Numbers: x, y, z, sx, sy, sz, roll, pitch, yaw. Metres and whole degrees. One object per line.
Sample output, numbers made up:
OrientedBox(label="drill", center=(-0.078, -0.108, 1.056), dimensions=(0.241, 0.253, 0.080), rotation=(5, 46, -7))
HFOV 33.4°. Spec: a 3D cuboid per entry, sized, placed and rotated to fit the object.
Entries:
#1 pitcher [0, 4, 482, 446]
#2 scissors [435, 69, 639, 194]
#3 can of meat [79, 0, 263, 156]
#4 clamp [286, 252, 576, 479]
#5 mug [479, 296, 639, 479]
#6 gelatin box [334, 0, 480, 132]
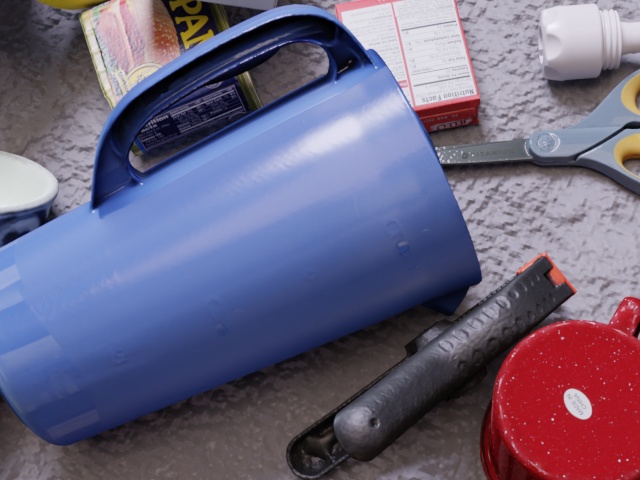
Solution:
OrientedBox(label="pitcher", center=(-0.054, 0.001, 0.547), dimensions=(0.243, 0.145, 0.149), rotation=(-25, 70, 1))
OrientedBox(label="scissors", center=(0.141, -0.069, 0.618), dimensions=(0.202, 0.016, 0.096), rotation=(11, 66, 13))
OrientedBox(label="can of meat", center=(-0.091, -0.111, 0.651), dimensions=(0.084, 0.057, 0.102), rotation=(-22, 63, 1))
OrientedBox(label="clamp", center=(0.054, 0.066, 0.537), dimensions=(0.171, 0.120, 0.039), rotation=(-30, 88, -29))
OrientedBox(label="mug", center=(0.129, 0.079, 0.514), dimensions=(0.093, 0.081, 0.117), rotation=(28, 72, 19))
OrientedBox(label="gelatin box", center=(0.052, -0.106, 0.641), dimensions=(0.073, 0.030, 0.089), rotation=(-10, 64, 2))
